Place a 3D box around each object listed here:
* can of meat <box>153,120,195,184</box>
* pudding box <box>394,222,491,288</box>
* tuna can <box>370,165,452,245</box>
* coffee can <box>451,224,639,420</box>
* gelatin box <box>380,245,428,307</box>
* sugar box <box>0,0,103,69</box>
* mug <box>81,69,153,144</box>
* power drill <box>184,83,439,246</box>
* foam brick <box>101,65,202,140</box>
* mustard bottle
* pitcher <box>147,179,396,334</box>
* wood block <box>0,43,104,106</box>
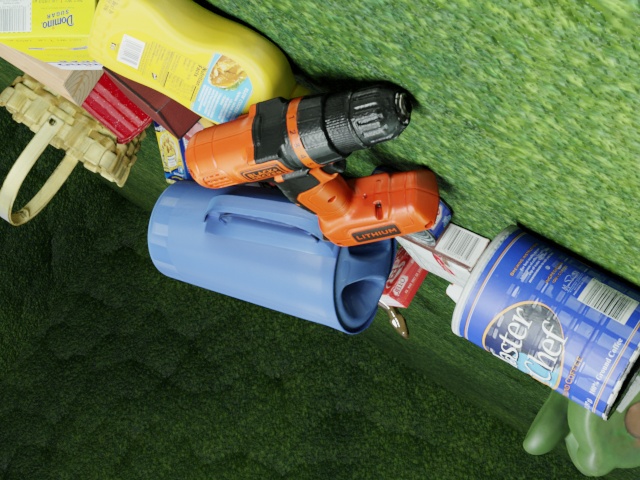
[{"bbox_3d":[-0.149,-0.109,1.204,0.102,0.057,0.084,17,121,65],"label":"can of meat"},{"bbox_3d":[0.130,0.013,1.051,0.114,0.039,0.090,30,172,40],"label":"pudding box"},{"bbox_3d":[0.078,-0.032,0.981,0.086,0.033,0.086,32,173,4],"label":"tuna can"},{"bbox_3d":[0.191,0.064,0.855,0.140,0.103,0.102,30,173,22],"label":"coffee can"},{"bbox_3d":[0.096,0.039,1.233,0.030,0.073,0.089,33,173,-6],"label":"gelatin box"},{"bbox_3d":[-0.216,-0.182,0.941,0.093,0.048,0.176,1,178,6],"label":"sugar box"},{"bbox_3d":[-0.216,-0.170,1.172,0.081,0.093,0.117,41,139,-26],"label":"mug"},{"bbox_3d":[0.018,-0.056,0.821,0.185,0.057,0.187,-9,156,32],"label":"power drill"},{"bbox_3d":[-0.137,-0.134,0.915,0.078,0.051,0.053,39,173,26],"label":"foam brick"},{"bbox_3d":[-0.082,-0.134,0.829,0.191,0.058,0.096,28,145,-5],"label":"mustard bottle"},{"bbox_3d":[-0.057,0.001,1.086,0.243,0.149,0.144,11,-153,28],"label":"pitcher"},{"bbox_3d":[-0.314,-0.237,1.085,0.206,0.091,0.090,33,173,2],"label":"wood block"}]
